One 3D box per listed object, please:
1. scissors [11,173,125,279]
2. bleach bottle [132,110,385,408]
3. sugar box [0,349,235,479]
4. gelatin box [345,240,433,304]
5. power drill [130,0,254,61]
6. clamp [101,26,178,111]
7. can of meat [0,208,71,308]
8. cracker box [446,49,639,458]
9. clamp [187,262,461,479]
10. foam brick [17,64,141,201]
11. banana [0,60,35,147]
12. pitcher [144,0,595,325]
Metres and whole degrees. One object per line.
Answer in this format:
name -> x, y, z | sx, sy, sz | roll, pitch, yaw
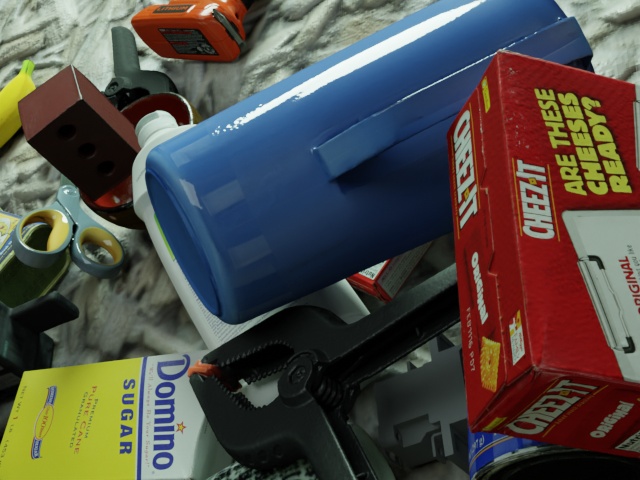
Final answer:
scissors -> -0.194, -0.024, 0.885 | 0.201, 0.096, 0.016 | -77, 13, -63
bleach bottle -> -0.055, 0.001, 0.702 | 0.103, 0.068, 0.251 | -40, 58, 10
sugar box -> -0.138, 0.129, 0.723 | 0.176, 0.048, 0.093 | -12, 53, 30
gelatin box -> 0.039, -0.009, 0.709 | 0.073, 0.030, 0.089 | 24, 74, 42
power drill -> -0.093, -0.251, 0.959 | 0.185, 0.057, 0.187 | 10, 65, 40
clamp -> -0.184, -0.119, 0.942 | 0.120, 0.039, 0.172 | -46, 44, 0
can of meat -> -0.267, 0.024, 0.878 | 0.084, 0.057, 0.102 | 13, 57, 39
cracker box -> 0.169, 0.017, 0.479 | 0.072, 0.213, 0.164 | 118, 158, -51
clamp -> 0.000, 0.085, 0.544 | 0.210, 0.036, 0.164 | -11, 49, 44
foam brick -> -0.176, -0.080, 0.788 | 0.053, 0.078, 0.051 | -35, 43, 9
banana -> -0.342, -0.093, 1.043 | 0.198, 0.037, 0.070 | -43, 27, 0
pitcher -> 0.031, -0.052, 0.600 | 0.242, 0.149, 0.145 | -27, 45, -15
